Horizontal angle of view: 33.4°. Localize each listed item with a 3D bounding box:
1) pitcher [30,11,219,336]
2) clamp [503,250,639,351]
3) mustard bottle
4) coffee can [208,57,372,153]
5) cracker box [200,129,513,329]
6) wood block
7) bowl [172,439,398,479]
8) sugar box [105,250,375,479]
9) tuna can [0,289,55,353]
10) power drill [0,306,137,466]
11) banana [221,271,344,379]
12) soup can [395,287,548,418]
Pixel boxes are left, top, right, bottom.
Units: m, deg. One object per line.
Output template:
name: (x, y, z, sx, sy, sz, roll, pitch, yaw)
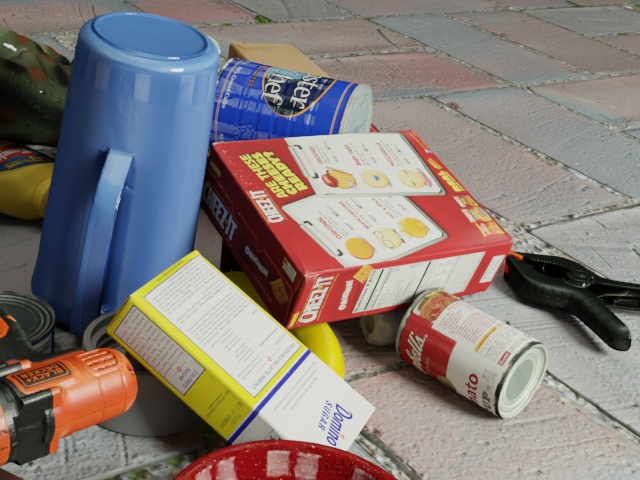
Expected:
pitcher: (-0.154, -0.048, 0.851, 0.144, 0.243, 0.149, -12, 39, -39)
clamp: (0.240, 0.053, 0.993, 0.172, 0.039, 0.120, 16, 21, 31)
mustard bottle: (-0.309, -0.064, 1.056, 0.192, 0.058, 0.096, 25, 25, 31)
coffee can: (-0.030, -0.118, 1.057, 0.140, 0.103, 0.102, 14, 26, 14)
cracker box: (0.028, -0.015, 0.899, 0.213, 0.072, 0.164, -9, 45, -33)
wood block: (-0.045, -0.172, 1.321, 0.090, 0.090, 0.206, -3, 27, -22)
bowl: (-0.016, 0.185, 0.620, 0.162, 0.055, 0.162, 6, 25, -3)
sugar box: (-0.053, 0.091, 0.738, 0.176, 0.048, 0.093, 44, 32, 3)
tuna can: (-0.247, 0.073, 0.815, 0.086, 0.034, 0.086, 6, 25, -3)
power drill: (-0.240, 0.083, 0.689, 0.184, 0.057, 0.188, -13, 35, -44)
banana: (-0.029, 0.073, 0.876, 0.069, 0.037, 0.198, -19, 35, -31)
soup can: (0.120, 0.089, 0.848, 0.102, 0.068, 0.068, 29, 32, 36)
